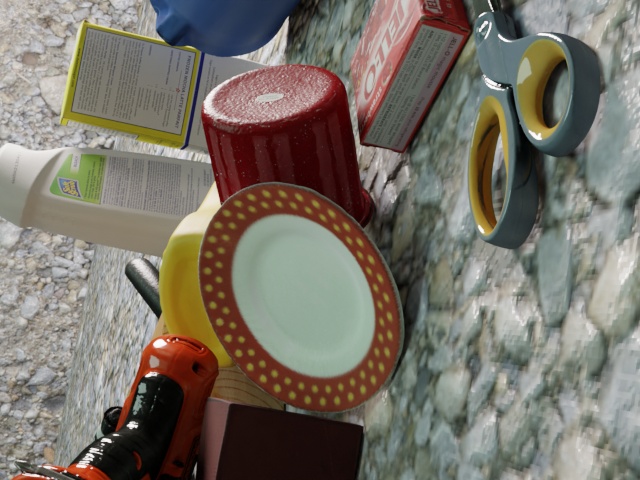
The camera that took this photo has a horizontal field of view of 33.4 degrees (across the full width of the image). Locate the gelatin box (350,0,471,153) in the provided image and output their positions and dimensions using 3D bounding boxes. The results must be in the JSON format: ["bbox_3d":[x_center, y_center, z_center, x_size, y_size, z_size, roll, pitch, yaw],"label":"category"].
[{"bbox_3d":[0.045,-0.104,0.577,0.073,0.030,0.089,-94,22,-43],"label":"gelatin box"}]

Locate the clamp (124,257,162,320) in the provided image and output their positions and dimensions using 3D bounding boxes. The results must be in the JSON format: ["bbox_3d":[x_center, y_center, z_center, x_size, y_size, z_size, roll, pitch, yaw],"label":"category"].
[{"bbox_3d":[-0.108,0.096,0.910,0.210,0.036,0.164,1,108,63],"label":"clamp"}]

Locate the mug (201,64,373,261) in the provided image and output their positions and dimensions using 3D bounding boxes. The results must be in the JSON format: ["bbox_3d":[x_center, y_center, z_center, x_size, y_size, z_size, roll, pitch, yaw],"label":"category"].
[{"bbox_3d":[-0.025,-0.053,0.613,0.117,0.093,0.081,-130,25,-54],"label":"mug"}]

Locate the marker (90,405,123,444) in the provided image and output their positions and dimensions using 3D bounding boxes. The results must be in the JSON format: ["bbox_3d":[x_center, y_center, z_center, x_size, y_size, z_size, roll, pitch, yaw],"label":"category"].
[{"bbox_3d":[-0.166,0.155,0.817,0.121,0.020,0.020,123,153,-53],"label":"marker"}]

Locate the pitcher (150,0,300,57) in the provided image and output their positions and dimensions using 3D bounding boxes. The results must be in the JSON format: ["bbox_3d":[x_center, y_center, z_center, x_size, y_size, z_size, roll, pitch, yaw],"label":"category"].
[{"bbox_3d":[-0.043,-0.251,0.838,0.243,0.144,0.149,157,111,-67],"label":"pitcher"}]

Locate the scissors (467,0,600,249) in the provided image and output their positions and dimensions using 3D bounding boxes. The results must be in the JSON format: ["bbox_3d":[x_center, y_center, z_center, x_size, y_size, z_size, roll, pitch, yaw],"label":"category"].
[{"bbox_3d":[0.085,-0.094,0.460,0.096,0.016,0.201,131,147,-57],"label":"scissors"}]

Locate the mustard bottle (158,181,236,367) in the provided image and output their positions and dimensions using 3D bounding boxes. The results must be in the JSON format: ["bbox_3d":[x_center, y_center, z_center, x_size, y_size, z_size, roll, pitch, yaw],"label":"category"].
[{"bbox_3d":[-0.054,0.001,0.737,0.191,0.058,0.096,-66,-28,-63],"label":"mustard bottle"}]

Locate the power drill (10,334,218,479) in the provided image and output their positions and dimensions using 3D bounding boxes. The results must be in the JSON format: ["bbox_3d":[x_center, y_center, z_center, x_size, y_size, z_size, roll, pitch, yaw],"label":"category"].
[{"bbox_3d":[-0.120,0.155,0.571,0.187,0.057,0.184,-48,-24,-75],"label":"power drill"}]

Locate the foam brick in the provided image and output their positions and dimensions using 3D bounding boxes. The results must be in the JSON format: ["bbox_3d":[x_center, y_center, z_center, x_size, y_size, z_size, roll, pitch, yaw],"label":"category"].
[{"bbox_3d":[-0.024,0.117,0.574,0.053,0.078,0.051,162,120,-72],"label":"foam brick"}]

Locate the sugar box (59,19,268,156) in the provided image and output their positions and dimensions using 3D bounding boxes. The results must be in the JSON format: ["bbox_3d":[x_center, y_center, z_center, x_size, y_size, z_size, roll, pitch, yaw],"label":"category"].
[{"bbox_3d":[-0.142,-0.134,0.980,0.048,0.176,0.093,174,108,-72],"label":"sugar box"}]

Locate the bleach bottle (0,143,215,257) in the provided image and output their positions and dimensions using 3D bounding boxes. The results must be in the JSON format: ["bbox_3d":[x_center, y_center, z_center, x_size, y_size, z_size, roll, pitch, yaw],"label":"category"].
[{"bbox_3d":[-0.189,-0.043,0.940,0.068,0.250,0.102,117,158,-43],"label":"bleach bottle"}]
